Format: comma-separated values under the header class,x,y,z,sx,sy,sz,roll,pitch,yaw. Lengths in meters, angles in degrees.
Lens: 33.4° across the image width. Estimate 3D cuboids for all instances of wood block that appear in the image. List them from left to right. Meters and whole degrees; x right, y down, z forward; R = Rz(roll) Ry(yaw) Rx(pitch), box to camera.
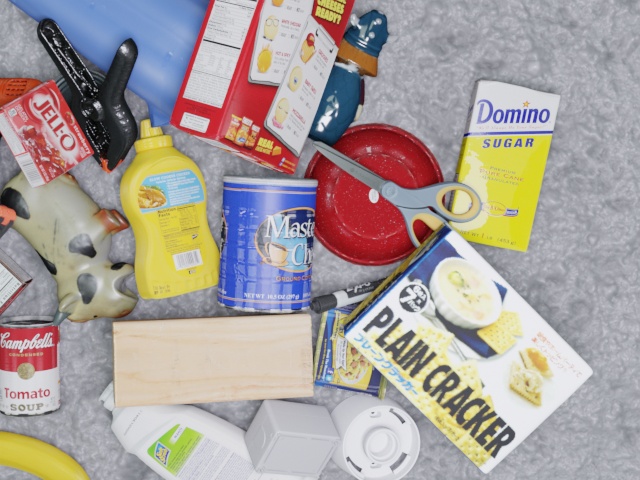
class,x,y,z,sx,sy,sz,roll,pitch,yaw
wood block,-0.118,0.126,1.144,0.206,0.091,0.090,-1,87,-12

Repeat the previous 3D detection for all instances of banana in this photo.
class,x,y,z,sx,sy,sz,roll,pitch,yaw
banana,-0.335,0.255,1.206,0.198,0.037,0.069,26,93,-2

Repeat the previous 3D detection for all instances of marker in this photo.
class,x,y,z,sx,sy,sz,roll,pitch,yaw
marker,0.041,0.058,1.167,0.120,0.020,0.020,-14,95,-32

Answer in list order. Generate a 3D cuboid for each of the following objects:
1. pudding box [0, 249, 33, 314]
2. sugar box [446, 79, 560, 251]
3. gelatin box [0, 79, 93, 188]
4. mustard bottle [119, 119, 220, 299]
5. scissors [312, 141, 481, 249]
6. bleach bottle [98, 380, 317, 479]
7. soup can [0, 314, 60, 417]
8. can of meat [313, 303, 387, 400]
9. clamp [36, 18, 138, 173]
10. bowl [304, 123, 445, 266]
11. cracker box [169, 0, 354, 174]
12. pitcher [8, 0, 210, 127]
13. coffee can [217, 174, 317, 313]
class,x,y,z,sx,sy,sz,roll,pitch,yaw
pudding box,-0.393,0.040,1.189,0.113,0.039,0.090,44,94,-5
sugar box,0.198,-0.082,1.173,0.093,0.048,0.176,11,96,-1
gelatin box,-0.285,-0.110,1.097,0.030,0.073,0.089,-9,114,41
mustard bottle,-0.168,-0.037,1.162,0.096,0.058,0.191,-13,95,-33
scissors,0.092,-0.061,1.128,0.096,0.016,0.201,-43,105,1
bleach bottle,-0.132,0.232,1.192,0.251,0.068,0.102,35,91,0
soup can,-0.323,0.138,1.182,0.068,0.068,0.102,1,95,0
can of meat,0.038,0.119,1.184,0.084,0.057,0.102,10,94,1
clamp,-0.238,-0.151,1.106,0.120,0.039,0.171,28,135,23
bowl,0.060,-0.049,1.172,0.162,0.055,0.162,0,94,0
cracker box,-0.055,-0.189,1.078,0.072,0.164,0.214,18,90,27
pitcher,-0.206,-0.249,1.124,0.243,0.145,0.149,34,53,1
coffee can,-0.058,0.001,1.152,0.103,0.103,0.140,3,95,0
